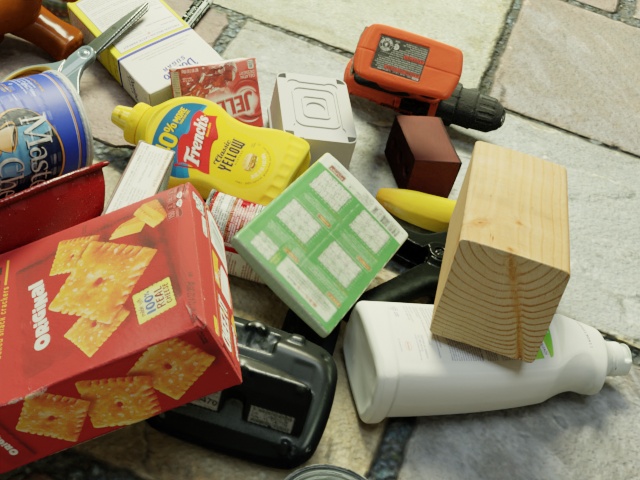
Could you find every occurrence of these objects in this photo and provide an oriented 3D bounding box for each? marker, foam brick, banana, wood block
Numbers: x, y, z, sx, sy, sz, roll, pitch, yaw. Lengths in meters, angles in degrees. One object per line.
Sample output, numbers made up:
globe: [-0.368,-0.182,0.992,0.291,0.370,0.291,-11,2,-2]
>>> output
marker: [-0.152,-0.254,1.229,0.020,0.020,0.121,20,41,4]
foam brick: [0.104,-0.085,1.101,0.051,0.053,0.078,0,43,-18]
banana: [0.155,-0.025,1.066,0.197,0.037,0.070,3,24,-17]
wood block: [0.157,0.002,0.918,0.090,0.091,0.206,17,29,3]

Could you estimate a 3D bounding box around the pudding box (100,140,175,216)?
pudding box: [-0.161,-0.016,0.911,0.039,0.090,0.113,15,42,-3]

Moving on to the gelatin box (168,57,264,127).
gelatin box: [-0.104,-0.144,1.081,0.089,0.073,0.030,-13,14,-29]

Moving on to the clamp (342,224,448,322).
clamp: [0.099,0.016,0.999,0.209,0.036,0.164,2,41,-19]

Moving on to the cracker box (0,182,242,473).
cracker box: [-0.171,0.060,0.756,0.214,0.072,0.164,-20,39,6]

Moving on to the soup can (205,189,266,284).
soup can: [-0.056,0.001,0.942,0.102,0.069,0.068,17,41,0]

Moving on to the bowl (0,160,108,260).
bowl: [-0.237,-0.010,0.867,0.161,0.162,0.055,-27,97,-38]

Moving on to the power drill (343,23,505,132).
power drill: [0.107,-0.162,1.110,0.184,0.057,0.187,16,-2,7]

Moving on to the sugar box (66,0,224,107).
sugar box: [-0.187,-0.208,1.139,0.093,0.048,0.176,-29,59,-22]

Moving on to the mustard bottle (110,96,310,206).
mustard bottle: [-0.112,-0.085,1.016,0.192,0.058,0.096,24,74,10]

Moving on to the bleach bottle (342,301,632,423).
bleach bottle: [0.150,0.104,0.901,0.250,0.068,0.102,4,42,-17]

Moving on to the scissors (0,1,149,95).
scissors: [-0.233,-0.169,1.076,0.201,0.016,0.096,-32,68,-21]

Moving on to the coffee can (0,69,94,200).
coffee can: [-0.286,-0.085,0.938,0.140,0.103,0.103,-21,53,-35]
